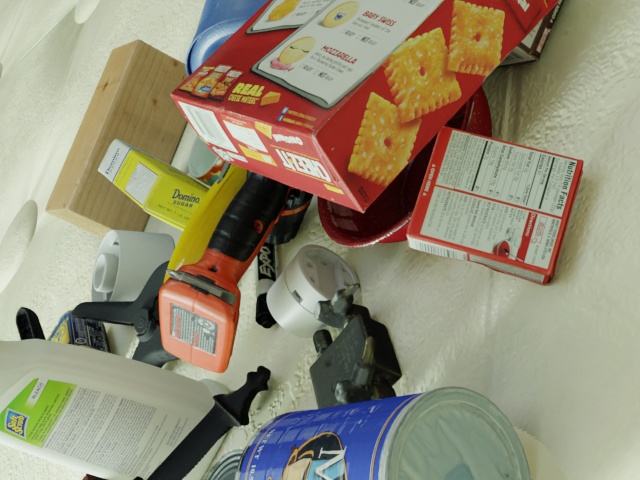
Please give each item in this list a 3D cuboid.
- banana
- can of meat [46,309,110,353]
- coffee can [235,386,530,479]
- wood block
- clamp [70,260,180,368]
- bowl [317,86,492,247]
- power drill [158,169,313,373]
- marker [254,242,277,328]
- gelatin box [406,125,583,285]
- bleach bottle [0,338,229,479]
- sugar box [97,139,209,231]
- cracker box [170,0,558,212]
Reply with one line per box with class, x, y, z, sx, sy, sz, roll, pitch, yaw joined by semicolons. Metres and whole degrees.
banana;-0.079;-0.017;0.887;0.197;0.037;0.070;-57;-21;-51
can of meat;-0.260;0.133;1.108;0.102;0.057;0.084;-55;28;13
coffee can;0.031;0.140;0.597;0.141;0.102;0.102;-20;51;51
wood block;-0.222;-0.110;1.205;0.091;0.090;0.206;2;69;59
clamp;-0.152;0.090;0.979;0.210;0.036;0.164;-33;56;30
bowl;0.068;-0.060;0.744;0.162;0.055;0.162;-38;39;38
power drill;-0.055;0.001;0.795;0.184;0.057;0.187;100;-167;-59
marker;-0.047;0.024;0.895;0.020;0.020;0.121;-42;36;33
gelatin box;0.104;-0.021;0.633;0.030;0.089;0.073;65;-138;-72
bleach bottle;-0.196;0.119;0.821;0.102;0.250;0.068;-61;30;4
sugar box;-0.149;-0.049;1.039;0.048;0.093;0.176;-60;30;4
cracker box;0.032;-0.127;0.682;0.213;0.072;0.164;-46;36;-17
